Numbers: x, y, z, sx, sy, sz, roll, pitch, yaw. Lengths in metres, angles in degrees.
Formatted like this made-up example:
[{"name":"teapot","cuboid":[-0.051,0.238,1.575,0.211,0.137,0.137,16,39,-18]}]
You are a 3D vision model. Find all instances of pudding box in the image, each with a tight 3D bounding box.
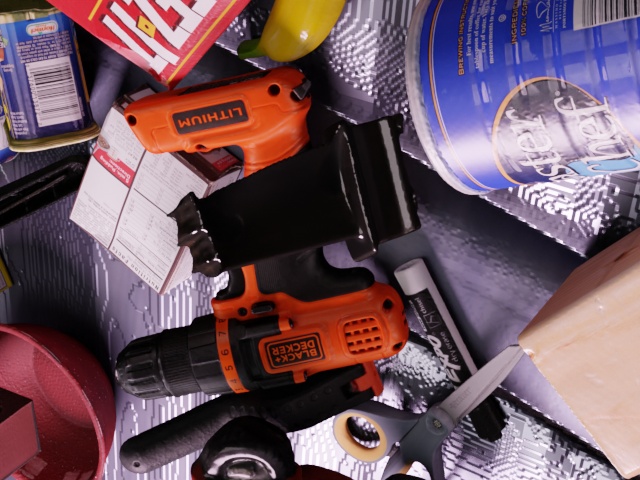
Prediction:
[{"name":"pudding box","cuboid":[-0.111,-0.032,0.707,0.090,0.039,0.114,39,131,10]}]

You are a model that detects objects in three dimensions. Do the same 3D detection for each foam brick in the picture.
[{"name":"foam brick","cuboid":[-0.263,0.144,0.821,0.078,0.052,0.051,14,121,28]}]

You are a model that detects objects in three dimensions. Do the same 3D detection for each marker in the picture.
[{"name":"marker","cuboid":[0.079,0.067,0.640,0.020,0.020,0.121,-21,101,40]}]

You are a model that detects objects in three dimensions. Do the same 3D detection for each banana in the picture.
[{"name":"banana","cuboid":[-0.008,-0.172,0.563,0.070,0.037,0.198,26,126,19]}]

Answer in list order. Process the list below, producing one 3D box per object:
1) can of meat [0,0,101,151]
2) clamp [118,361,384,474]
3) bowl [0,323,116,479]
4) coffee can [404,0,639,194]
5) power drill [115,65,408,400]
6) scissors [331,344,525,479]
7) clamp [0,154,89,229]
[{"name":"can of meat","cuboid":[-0.180,-0.110,0.679,0.102,0.057,0.084,-137,37,-64]},{"name":"clamp","cuboid":[-0.046,0.105,0.685,0.172,0.120,0.039,-13,116,33]},{"name":"bowl","cuboid":[-0.217,0.125,0.851,0.162,0.055,0.162,16,122,27]},{"name":"coffee can","cuboid":[0.124,-0.079,0.477,0.141,0.102,0.103,-7,110,36]},{"name":"power drill","cuboid":[-0.054,0.001,0.633,0.184,0.057,0.187,-12,106,8]},{"name":"scissors","cuboid":[0.057,0.102,0.657,0.096,0.016,0.202,36,138,22]},{"name":"clamp","cuboid":[-0.259,-0.012,0.786,0.210,0.164,0.036,20,153,50]}]
